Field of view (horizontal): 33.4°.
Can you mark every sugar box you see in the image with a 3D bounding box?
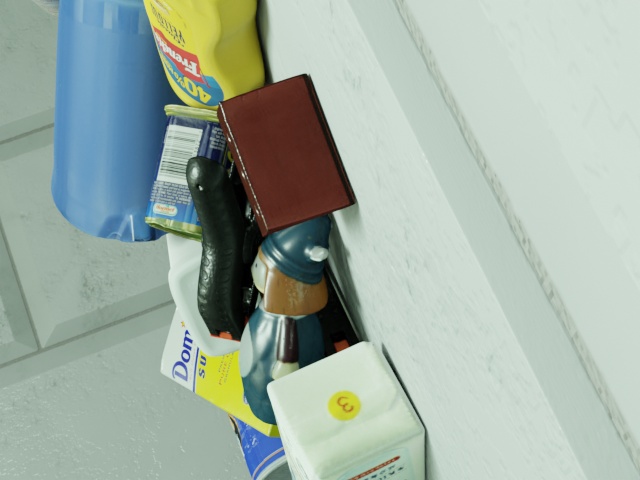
[{"bbox_3d":[-0.077,0.108,0.987,0.177,0.048,0.093,18,93,44],"label":"sugar box"}]

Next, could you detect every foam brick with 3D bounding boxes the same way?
[{"bbox_3d":[-0.021,-0.046,0.600,0.053,0.051,0.078,158,91,-82],"label":"foam brick"}]

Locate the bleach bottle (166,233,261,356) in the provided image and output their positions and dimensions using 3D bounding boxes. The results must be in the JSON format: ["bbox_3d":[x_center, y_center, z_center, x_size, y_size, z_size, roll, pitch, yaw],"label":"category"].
[{"bbox_3d":[-0.110,0.002,0.985,0.251,0.068,0.102,-119,9,-61],"label":"bleach bottle"}]

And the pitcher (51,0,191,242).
[{"bbox_3d":[-0.154,-0.131,0.862,0.149,0.144,0.243,29,138,15],"label":"pitcher"}]

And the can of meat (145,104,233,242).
[{"bbox_3d":[-0.079,-0.042,0.760,0.102,0.057,0.084,25,-103,-70],"label":"can of meat"}]

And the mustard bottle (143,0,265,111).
[{"bbox_3d":[-0.078,-0.138,0.707,0.096,0.058,0.191,44,164,18],"label":"mustard bottle"}]

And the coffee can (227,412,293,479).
[{"bbox_3d":[-0.038,0.168,1.041,0.103,0.102,0.140,82,165,-56],"label":"coffee can"}]

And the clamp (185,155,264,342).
[{"bbox_3d":[-0.054,-0.012,0.704,0.120,0.039,0.171,-55,-22,-46],"label":"clamp"}]

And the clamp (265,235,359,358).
[{"bbox_3d":[-0.017,0.041,0.822,0.210,0.036,0.164,-124,19,-48],"label":"clamp"}]
